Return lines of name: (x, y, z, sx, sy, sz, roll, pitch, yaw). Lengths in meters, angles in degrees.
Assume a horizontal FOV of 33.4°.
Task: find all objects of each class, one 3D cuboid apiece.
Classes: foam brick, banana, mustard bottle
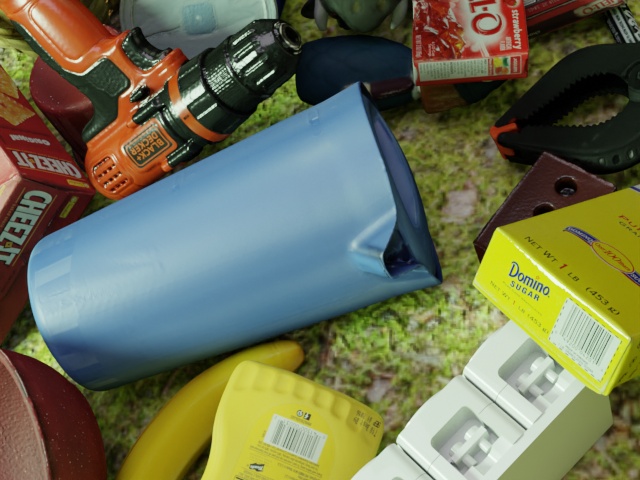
foam brick: (0.139, -0.004, 0.650, 0.053, 0.051, 0.078, 32, 75, 30)
banana: (-0.083, 0.137, 0.660, 0.069, 0.037, 0.197, 28, 75, 1)
mustard bottle: (-0.039, 0.172, 0.604, 0.096, 0.058, 0.191, 23, 70, -1)

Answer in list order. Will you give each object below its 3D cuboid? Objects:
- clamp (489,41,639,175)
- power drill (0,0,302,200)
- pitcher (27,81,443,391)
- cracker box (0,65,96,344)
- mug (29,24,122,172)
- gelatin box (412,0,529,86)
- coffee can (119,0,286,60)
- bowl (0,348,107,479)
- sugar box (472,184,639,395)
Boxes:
clamp: (0.209, -0.102, 0.665, 0.210, 0.036, 0.164, -13, 54, 22)
power drill: (-0.122, -0.131, 0.651, 0.185, 0.187, 0.057, -31, 12, 34)
pitcher: (-0.054, 0.001, 0.679, 0.243, 0.149, 0.145, -21, 77, 10)
cracker box: (-0.271, -0.041, 0.764, 0.164, 0.072, 0.214, -54, 54, 19)
mug: (-0.151, -0.107, 0.791, 0.117, 0.081, 0.093, -7, 60, 16)
gelatin box: (0.096, -0.146, 0.697, 0.073, 0.030, 0.089, -3, 59, 8)
coffee can: (-0.077, -0.168, 0.749, 0.103, 0.103, 0.140, -19, 20, 8)
bowl: (-0.176, 0.135, 0.650, 0.162, 0.055, 0.162, 9, 102, 50)
sugar box: (0.177, 0.015, 0.573, 0.175, 0.048, 0.093, -18, 48, -36)
